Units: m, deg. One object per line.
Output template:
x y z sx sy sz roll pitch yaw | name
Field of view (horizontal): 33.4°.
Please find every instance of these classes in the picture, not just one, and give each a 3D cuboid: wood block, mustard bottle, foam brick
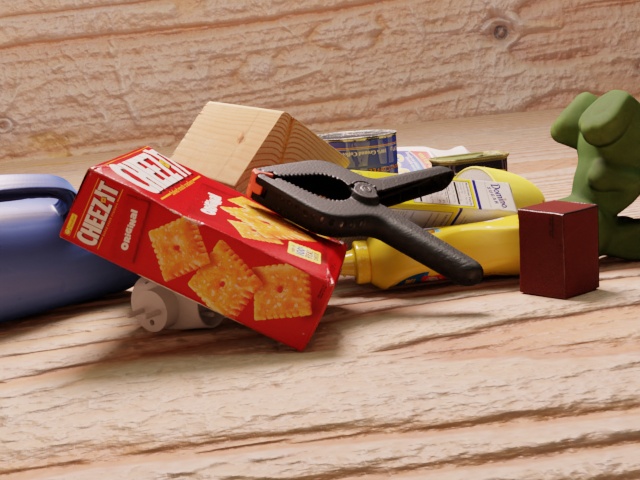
-0.070 -0.078 1.095 0.090 0.091 0.206 36 -7 -27 | wood block
0.107 0.013 1.017 0.191 0.058 0.096 -6 -2 -5 | mustard bottle
0.213 0.007 0.951 0.051 0.078 0.053 -12 14 -38 | foam brick

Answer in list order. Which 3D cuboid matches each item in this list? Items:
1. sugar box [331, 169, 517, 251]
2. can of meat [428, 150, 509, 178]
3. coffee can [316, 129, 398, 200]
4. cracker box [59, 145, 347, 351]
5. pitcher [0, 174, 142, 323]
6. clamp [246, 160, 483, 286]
0.097 -0.024 1.067 0.176 0.048 0.093 2 -33 -21 | sugar box
0.195 -0.069 1.381 0.102 0.084 0.057 -8 10 -18 | can of meat
0.036 -0.044 1.149 0.103 0.140 0.103 -5 10 1 | coffee can
-0.087 -0.001 0.901 0.213 0.072 0.164 26 12 1 | cracker box
-0.284 0.007 1.028 0.149 0.145 0.242 0 8 43 | pitcher
0.040 -0.036 0.953 0.210 0.036 0.164 14 34 -6 | clamp
